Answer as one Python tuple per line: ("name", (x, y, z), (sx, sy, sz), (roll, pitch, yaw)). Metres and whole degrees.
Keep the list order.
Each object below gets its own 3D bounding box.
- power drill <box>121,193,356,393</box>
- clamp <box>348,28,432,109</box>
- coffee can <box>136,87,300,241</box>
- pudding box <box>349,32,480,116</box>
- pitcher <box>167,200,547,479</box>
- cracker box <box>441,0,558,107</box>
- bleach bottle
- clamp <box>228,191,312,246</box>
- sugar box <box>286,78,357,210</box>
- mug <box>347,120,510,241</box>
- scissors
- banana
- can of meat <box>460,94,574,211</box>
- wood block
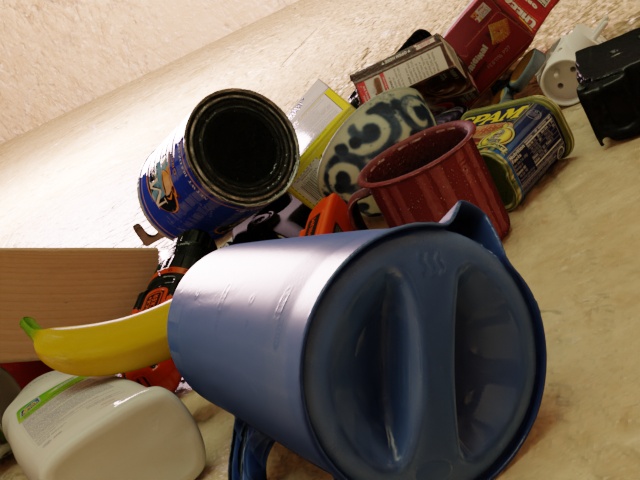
("power drill", (-0.059, 0.031, 0.828), (0.188, 0.057, 0.184), (-23, 32, 24))
("clamp", (0.051, -0.151, 1.144), (0.172, 0.039, 0.120), (-49, -5, 27))
("coffee can", (-0.092, -0.060, 0.930), (0.102, 0.103, 0.141), (-38, 4, -28))
("pudding box", (0.086, -0.137, 0.954), (0.090, 0.039, 0.113), (-24, -15, 16))
("pitcher", (-0.004, 0.066, 0.590), (0.149, 0.145, 0.243), (-23, 10, -24))
("cracker box", (0.171, -0.210, 1.088), (0.164, 0.072, 0.213), (-47, 3, 40))
("bleach bottle", (-0.166, 0.128, 0.748), (0.102, 0.068, 0.251), (-30, 14, -19))
("clamp", (-0.056, 0.001, 0.979), (0.165, 0.036, 0.210), (-23, 20, 16))
("sugar box", (-0.003, -0.094, 1.000), (0.093, 0.048, 0.176), (-48, 16, 7))
("mug", (0.075, -0.025, 0.774), (0.117, 0.081, 0.093), (-20, 19, 25))
("scissors", (0.187, -0.160, 1.037), (0.096, 0.016, 0.201), (-55, 4, 28))
("banana", (-0.114, 0.052, 0.729), (0.198, 0.037, 0.069), (-16, 59, 2))
("can of meat", (0.133, -0.063, 0.839), (0.102, 0.057, 0.083), (-7, 30, 50))
("wood block", (-0.241, 0.052, 0.867), (0.205, 0.091, 0.090), (0, -3, -38))
